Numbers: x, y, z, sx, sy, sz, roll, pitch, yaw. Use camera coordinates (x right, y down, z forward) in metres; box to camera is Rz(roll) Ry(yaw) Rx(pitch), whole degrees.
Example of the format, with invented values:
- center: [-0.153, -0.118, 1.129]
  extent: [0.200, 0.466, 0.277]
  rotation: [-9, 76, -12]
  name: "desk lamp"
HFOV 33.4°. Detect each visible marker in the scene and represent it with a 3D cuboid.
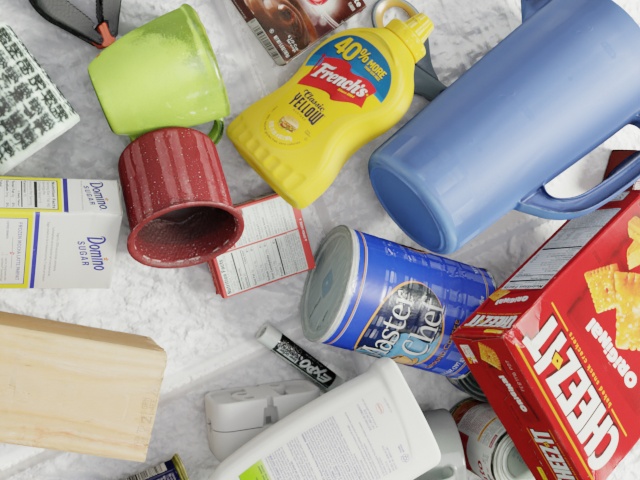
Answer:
- center: [-0.006, 0.114, 0.946]
  extent: [0.121, 0.020, 0.020]
  rotation: [38, 83, -17]
  name: "marker"

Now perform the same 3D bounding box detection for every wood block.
- center: [-0.235, 0.107, 0.835]
  extent: [0.205, 0.091, 0.090]
  rotation: [12, 90, -18]
  name: "wood block"

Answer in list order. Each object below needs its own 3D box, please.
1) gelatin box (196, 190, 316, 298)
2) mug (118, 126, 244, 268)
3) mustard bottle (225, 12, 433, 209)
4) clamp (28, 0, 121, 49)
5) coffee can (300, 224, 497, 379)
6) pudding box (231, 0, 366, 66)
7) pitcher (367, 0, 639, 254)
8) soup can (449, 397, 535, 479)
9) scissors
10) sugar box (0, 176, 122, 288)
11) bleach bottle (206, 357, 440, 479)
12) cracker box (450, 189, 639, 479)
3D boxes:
- center: [-0.056, 0.001, 0.915]
  extent: [0.089, 0.030, 0.073]
  rotation: [-18, 101, -16]
  name: "gelatin box"
- center: [-0.120, -0.029, 0.855]
  extent: [0.093, 0.117, 0.081]
  rotation: [2, 55, -31]
  name: "mug"
- center: [0.020, -0.121, 0.890]
  extent: [0.191, 0.058, 0.096]
  rotation: [-42, 62, -5]
  name: "mustard bottle"
- center: [-0.201, -0.238, 0.844]
  extent: [0.120, 0.039, 0.171]
  rotation: [-36, 110, -7]
  name: "clamp"
- center: [0.067, 0.054, 0.921]
  extent: [0.140, 0.103, 0.103]
  rotation: [17, 89, -19]
  name: "coffee can"
- center: [-0.030, -0.218, 0.900]
  extent: [0.090, 0.039, 0.113]
  rotation: [-37, 104, -12]
  name: "pudding box"
- center: [0.169, -0.091, 0.909]
  extent: [0.242, 0.149, 0.145]
  rotation: [-39, 125, -14]
  name: "pitcher"
- center: [0.161, 0.185, 0.962]
  extent: [0.068, 0.102, 0.068]
  rotation: [-2, 95, -18]
  name: "soup can"
- center: [0.109, -0.151, 0.962]
  extent: [0.201, 0.016, 0.096]
  rotation: [18, 90, -18]
  name: "scissors"
- center: [-0.246, -0.006, 0.823]
  extent: [0.176, 0.048, 0.093]
  rotation: [0, 139, -20]
  name: "sugar box"
- center: [-0.035, 0.192, 0.859]
  extent: [0.250, 0.068, 0.102]
  rotation: [-25, 78, -10]
  name: "bleach bottle"
- center: [0.233, 0.081, 0.906]
  extent: [0.213, 0.072, 0.164]
  rotation: [-40, 106, -29]
  name: "cracker box"
